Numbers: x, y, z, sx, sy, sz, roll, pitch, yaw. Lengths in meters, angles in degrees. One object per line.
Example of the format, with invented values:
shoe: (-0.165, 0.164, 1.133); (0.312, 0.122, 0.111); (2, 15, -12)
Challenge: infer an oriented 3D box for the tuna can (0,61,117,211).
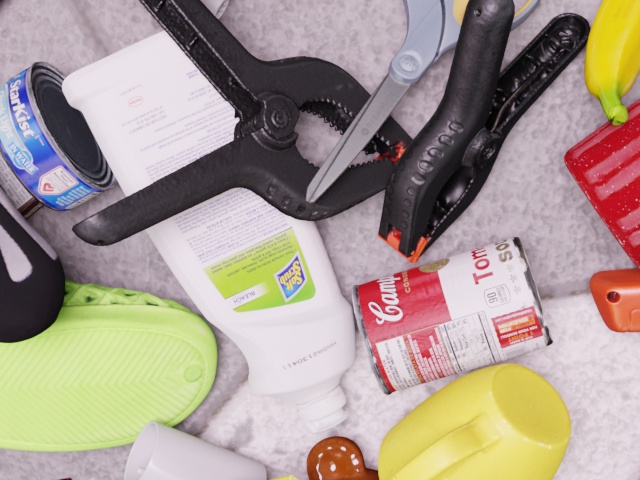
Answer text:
tuna can: (-0.159, -0.061, 0.635); (0.034, 0.086, 0.086); (-27, 93, 12)

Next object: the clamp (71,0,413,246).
clamp: (-0.037, -0.054, 0.585); (0.209, 0.036, 0.164); (19, 72, -29)

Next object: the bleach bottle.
bleach bottle: (-0.054, 0.001, 0.638); (0.102, 0.068, 0.251); (-25, 95, -1)

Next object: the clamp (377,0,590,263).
clamp: (0.079, -0.065, 0.592); (0.039, 0.120, 0.171); (40, 104, 34)

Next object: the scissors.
scissors: (0.042, -0.115, 0.602); (0.201, 0.016, 0.096); (-38, 78, -11)

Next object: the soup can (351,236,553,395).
soup can: (0.077, 0.044, 0.624); (0.102, 0.068, 0.068); (-18, 94, 9)
